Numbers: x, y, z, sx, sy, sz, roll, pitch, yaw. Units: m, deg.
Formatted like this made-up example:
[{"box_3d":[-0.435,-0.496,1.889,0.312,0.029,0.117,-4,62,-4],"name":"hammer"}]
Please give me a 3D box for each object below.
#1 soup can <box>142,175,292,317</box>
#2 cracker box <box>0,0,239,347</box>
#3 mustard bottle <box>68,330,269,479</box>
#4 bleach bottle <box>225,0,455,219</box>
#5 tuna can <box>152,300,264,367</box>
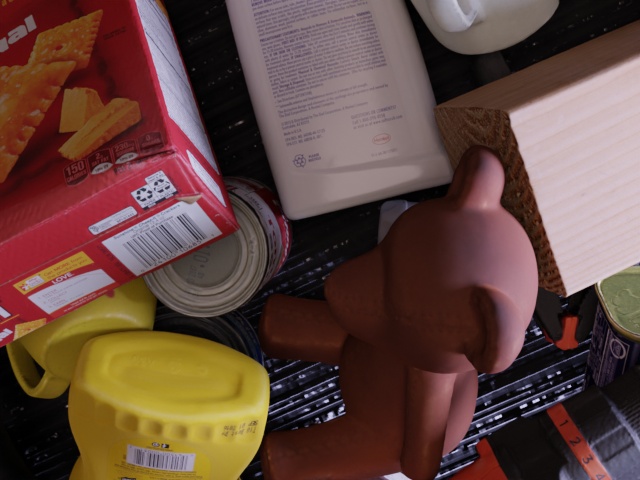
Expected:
[{"box_3d":[-0.054,0.001,0.568,0.068,0.102,0.068,0,95,5],"name":"soup can"},{"box_3d":[-0.150,-0.064,0.529,0.164,0.072,0.214,-26,54,7],"name":"cracker box"},{"box_3d":[-0.087,0.133,0.574,0.096,0.058,0.192,8,131,-6],"name":"mustard bottle"},{"box_3d":[-0.002,-0.143,0.571,0.102,0.068,0.251,-13,92,5],"name":"bleach bottle"},{"box_3d":[-0.077,0.075,0.612,0.086,0.033,0.086,1,96,5],"name":"tuna can"}]
